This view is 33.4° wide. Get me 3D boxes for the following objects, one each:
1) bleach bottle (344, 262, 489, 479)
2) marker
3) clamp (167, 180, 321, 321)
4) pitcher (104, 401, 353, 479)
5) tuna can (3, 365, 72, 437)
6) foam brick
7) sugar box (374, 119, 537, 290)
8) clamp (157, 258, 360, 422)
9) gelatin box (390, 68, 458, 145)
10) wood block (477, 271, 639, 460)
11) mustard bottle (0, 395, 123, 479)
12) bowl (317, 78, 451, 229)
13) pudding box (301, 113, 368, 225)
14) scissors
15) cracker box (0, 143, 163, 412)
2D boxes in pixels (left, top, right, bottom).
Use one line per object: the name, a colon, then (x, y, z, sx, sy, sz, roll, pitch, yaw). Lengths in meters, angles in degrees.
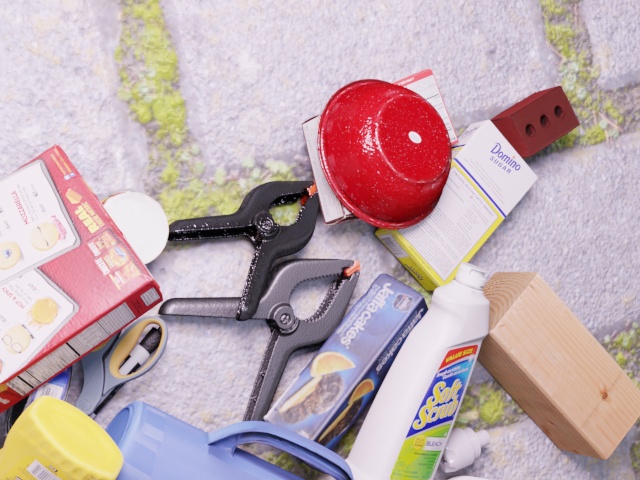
bleach bottle: (0.108, 0.142, 1.095, 0.102, 0.068, 0.251, 13, 101, -43)
marker: (-0.193, 0.130, 1.036, 0.020, 0.020, 0.121, 47, 73, -15)
clamp: (-0.057, 0.001, 1.069, 0.171, 0.039, 0.120, -29, 86, -26)
pitcher: (-0.095, 0.245, 1.017, 0.242, 0.145, 0.149, 33, 60, -16)
tuna can: (-0.257, 0.142, 0.974, 0.033, 0.086, 0.086, 22, 81, -22)
foam brick: (0.239, -0.132, 1.201, 0.078, 0.051, 0.053, -33, 101, -19)
sugar box: (0.150, -0.039, 1.167, 0.093, 0.048, 0.176, 48, 70, -15)
clamp: (-0.051, 0.075, 1.087, 0.209, 0.036, 0.164, -42, 104, -16)
gelatin box: (0.100, -0.132, 1.155, 0.073, 0.030, 0.089, -24, 98, -22)
wood block: (0.254, 0.138, 1.184, 0.206, 0.090, 0.090, 47, 72, -15)
mustard bottle: (-0.264, 0.225, 0.942, 0.096, 0.058, 0.192, 40, 116, -11)
bowl: (0.078, -0.095, 1.078, 0.161, 0.055, 0.162, 9, 73, -31)
pudding box: (0.036, -0.077, 1.106, 0.089, 0.039, 0.113, -9, 81, -36)
scissors: (-0.231, 0.137, 1.009, 0.096, 0.016, 0.201, 43, 77, 7)
cracker box: (-0.269, 0.043, 0.929, 0.213, 0.072, 0.164, -35, 71, -9)
